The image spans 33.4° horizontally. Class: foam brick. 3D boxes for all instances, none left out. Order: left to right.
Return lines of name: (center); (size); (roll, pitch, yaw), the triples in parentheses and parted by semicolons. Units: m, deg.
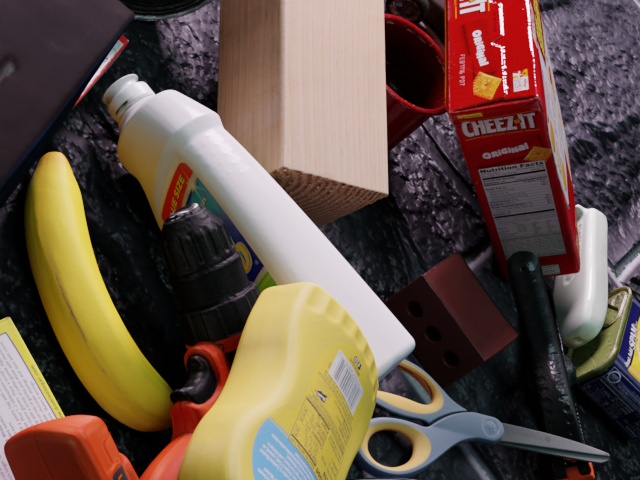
foam brick: (0.094, 0.059, 0.779); (0.051, 0.053, 0.078); (-30, 82, -47)

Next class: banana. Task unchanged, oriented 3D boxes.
banana: (-0.134, 0.035, 0.624); (0.198, 0.037, 0.069); (61, 16, 8)

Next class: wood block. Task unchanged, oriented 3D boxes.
wood block: (-0.014, -0.125, 0.754); (0.090, 0.090, 0.206); (11, 69, -33)

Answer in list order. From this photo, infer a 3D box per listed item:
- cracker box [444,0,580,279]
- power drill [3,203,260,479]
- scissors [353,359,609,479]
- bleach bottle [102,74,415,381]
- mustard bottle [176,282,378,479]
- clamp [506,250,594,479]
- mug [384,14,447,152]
cracker box: (0.151, -0.094, 0.840); (0.213, 0.072, 0.164); (61, 26, -49)
power drill: (-0.077, 0.089, 0.564); (0.187, 0.057, 0.184); (-36, 108, -55)
scissors: (0.102, 0.143, 0.726); (0.201, 0.016, 0.096); (27, 54, -5)
bleach bottle: (-0.054, 0.001, 0.677); (0.251, 0.103, 0.067); (50, 46, 10)
mustard bottle: (-0.026, 0.115, 0.525); (0.096, 0.058, 0.191); (64, 32, -31)
clamp: (0.176, 0.098, 0.816); (0.120, 0.039, 0.171); (19, 60, -67)
mug: (0.038, -0.125, 0.836); (0.117, 0.082, 0.093); (49, 43, -2)
